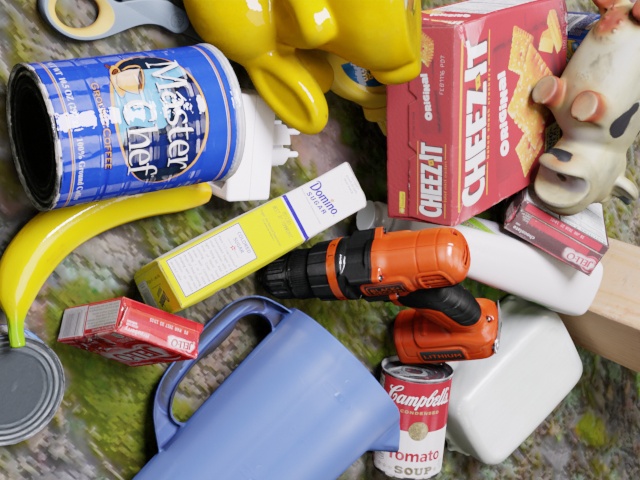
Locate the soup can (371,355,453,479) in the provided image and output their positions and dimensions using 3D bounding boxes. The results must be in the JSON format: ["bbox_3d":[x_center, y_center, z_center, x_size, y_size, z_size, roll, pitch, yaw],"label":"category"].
[{"bbox_3d":[0.086,0.166,1.006,0.068,0.069,0.102,-4,106,-33],"label":"soup can"}]

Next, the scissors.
[{"bbox_3d":[-0.127,-0.155,0.798,0.096,0.016,0.201,-52,125,-8],"label":"scissors"}]

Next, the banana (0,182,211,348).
[{"bbox_3d":[-0.171,-0.006,0.797,0.197,0.037,0.069,-40,115,-23],"label":"banana"}]

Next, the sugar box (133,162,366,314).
[{"bbox_3d":[-0.055,0.001,0.842,0.176,0.093,0.048,-27,91,-23],"label":"sugar box"}]

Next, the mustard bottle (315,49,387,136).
[{"bbox_3d":[0.036,-0.173,0.876,0.096,0.058,0.191,-31,119,-22],"label":"mustard bottle"}]

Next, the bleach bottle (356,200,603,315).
[{"bbox_3d":[0.139,0.006,0.987,0.250,0.103,0.068,16,99,-30],"label":"bleach bottle"}]

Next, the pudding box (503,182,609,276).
[{"bbox_3d":[0.219,-0.022,0.992,0.090,0.113,0.039,30,116,-2],"label":"pudding box"}]

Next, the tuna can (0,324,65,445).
[{"bbox_3d":[-0.236,0.106,0.792,0.085,0.034,0.086,-10,110,-31],"label":"tuna can"}]

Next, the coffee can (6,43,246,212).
[{"bbox_3d":[-0.138,-0.082,0.758,0.140,0.103,0.103,-12,111,-30],"label":"coffee can"}]

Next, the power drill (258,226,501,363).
[{"bbox_3d":[0.063,0.051,0.921,0.187,0.185,0.057,41,50,-52],"label":"power drill"}]

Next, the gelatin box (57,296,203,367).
[{"bbox_3d":[-0.144,0.071,0.809,0.073,0.089,0.030,26,65,-37],"label":"gelatin box"}]

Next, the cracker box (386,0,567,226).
[{"bbox_3d":[0.139,-0.119,0.912,0.213,0.072,0.164,-27,120,-50],"label":"cracker box"}]

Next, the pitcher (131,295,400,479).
[{"bbox_3d":[-0.067,0.173,0.880,0.242,0.149,0.145,-43,138,-12],"label":"pitcher"}]
